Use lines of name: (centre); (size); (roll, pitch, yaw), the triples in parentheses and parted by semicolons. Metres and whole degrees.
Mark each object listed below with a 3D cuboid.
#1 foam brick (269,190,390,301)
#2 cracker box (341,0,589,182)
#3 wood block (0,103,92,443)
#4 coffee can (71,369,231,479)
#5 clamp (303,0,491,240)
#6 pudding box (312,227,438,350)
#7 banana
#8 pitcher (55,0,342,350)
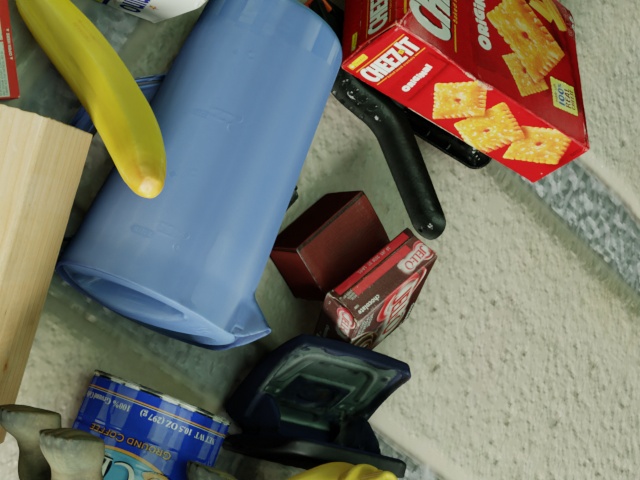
foam brick: (0.006, 0.004, 0.845); (0.078, 0.053, 0.051); (-41, 111, -24)
cracker box: (0.121, -0.167, 0.869); (0.213, 0.072, 0.164); (27, 49, -30)
wood block: (-0.218, 0.018, 0.645); (0.091, 0.090, 0.206); (16, 91, 5)
coffee can: (-0.134, 0.172, 0.728); (0.102, 0.103, 0.140); (28, 76, -30)
clamp: (0.052, -0.103, 0.845); (0.210, 0.036, 0.164); (47, 33, -12)
pudding box: (0.039, 0.052, 0.834); (0.090, 0.114, 0.039); (-38, 74, -26)
banana: (-0.148, -0.101, 0.690); (0.198, 0.037, 0.069); (53, 22, 15)
pitcher: (-0.085, -0.058, 0.751); (0.149, 0.145, 0.242); (38, 67, -40)
